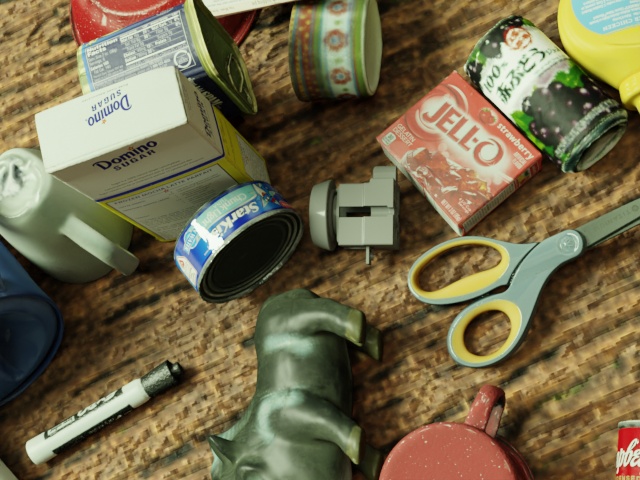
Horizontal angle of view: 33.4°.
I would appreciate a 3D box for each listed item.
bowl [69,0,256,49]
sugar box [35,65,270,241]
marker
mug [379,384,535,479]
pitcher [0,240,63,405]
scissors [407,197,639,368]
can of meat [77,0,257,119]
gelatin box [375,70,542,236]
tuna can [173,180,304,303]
[{"bbox_3d":[-0.128,-0.199,0.808,0.162,0.055,0.162,-4,73,14],"label":"bowl"},{"bbox_3d":[-0.100,-0.050,0.690,0.093,0.176,0.048,-18,70,9],"label":"sugar box"},{"bbox_3d":[-0.148,0.118,0.737,0.121,0.020,0.020,-30,69,4],"label":"marker"},{"bbox_3d":[0.085,0.142,0.634,0.093,0.081,0.117,21,80,19],"label":"mug"},{"bbox_3d":[-0.295,0.001,0.749,0.149,0.145,0.243,-44,65,2],"label":"pitcher"},{"bbox_3d":[0.154,0.024,0.675,0.202,0.016,0.096,-12,77,20],"label":"scissors"},{"bbox_3d":[-0.098,-0.105,0.691,0.084,0.102,0.057,-20,72,10],"label":"can of meat"},{"bbox_3d":[0.093,-0.060,0.720,0.073,0.030,0.089,-40,68,0],"label":"gelatin box"},{"bbox_3d":[-0.055,0.001,0.712,0.086,0.086,0.034,-41,67,0],"label":"tuna can"}]
